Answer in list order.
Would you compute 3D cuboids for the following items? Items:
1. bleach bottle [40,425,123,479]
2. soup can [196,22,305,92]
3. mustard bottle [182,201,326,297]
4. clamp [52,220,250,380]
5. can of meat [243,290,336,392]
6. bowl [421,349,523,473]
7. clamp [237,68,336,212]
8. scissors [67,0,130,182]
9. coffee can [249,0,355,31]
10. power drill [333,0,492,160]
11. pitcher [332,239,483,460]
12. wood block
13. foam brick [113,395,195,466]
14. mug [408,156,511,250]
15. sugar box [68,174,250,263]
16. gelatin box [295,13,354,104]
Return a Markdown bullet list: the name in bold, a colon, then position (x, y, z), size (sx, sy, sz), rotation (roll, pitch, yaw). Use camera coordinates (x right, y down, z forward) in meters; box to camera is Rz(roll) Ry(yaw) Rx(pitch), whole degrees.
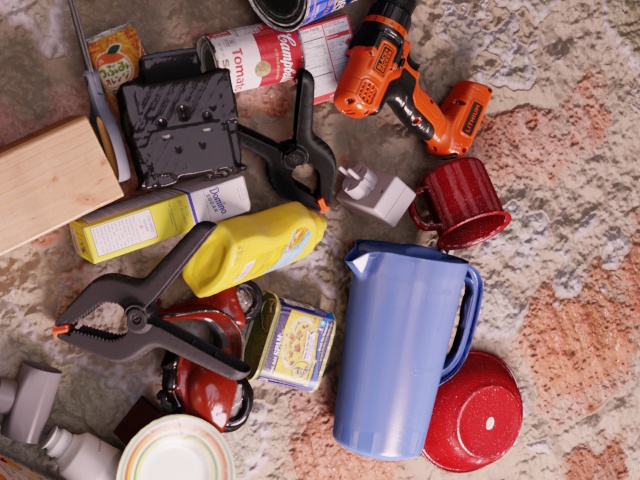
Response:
- **bleach bottle**: position (-0.191, 0.277, 1.156), size (0.250, 0.103, 0.068), rotation (38, 87, -16)
- **soup can**: position (-0.076, -0.198, 1.157), size (0.102, 0.069, 0.068), rotation (-15, 102, -21)
- **mustard bottle**: position (-0.058, 0.001, 1.167), size (0.191, 0.096, 0.058), rotation (-19, 63, -48)
- **clamp**: position (-0.175, 0.084, 1.097), size (0.210, 0.036, 0.164), rotation (-17, 95, 18)
- **can of meat**: position (-0.037, 0.117, 1.217), size (0.083, 0.058, 0.102), rotation (17, 90, -27)
- **bowl**: position (0.196, 0.220, 1.330), size (0.161, 0.055, 0.162), rotation (-3, 98, -23)
- **clamp**: position (-0.026, -0.107, 1.184), size (0.120, 0.039, 0.171), rotation (-31, 124, 16)
- **scissors**: position (-0.236, -0.152, 1.097), size (0.016, 0.096, 0.202), rotation (-17, 85, -23)
- **coffee can**: position (0.000, -0.295, 1.141), size (0.140, 0.103, 0.103), rotation (-32, 108, -34)
- **power drill**: position (0.113, -0.193, 1.230), size (0.187, 0.057, 0.184), rotation (32, 77, -31)
- **pitcher**: position (0.095, 0.125, 1.239), size (0.149, 0.145, 0.243), rotation (11, 96, 15)
- **wood block**: position (-0.315, -0.042, 1.059), size (0.205, 0.091, 0.090), rotation (-28, 106, -18)
- **foam brick**: position (-0.180, 0.210, 1.153), size (0.053, 0.078, 0.051), rotation (43, 77, -22)
- **mug**: position (0.156, -0.043, 1.254), size (0.117, 0.093, 0.081), rotation (-11, 67, -19)
- **sugar box**: position (-0.170, -0.026, 1.122), size (0.176, 0.093, 0.048), rotation (-17, 103, -20)
- **gelatin box**: position (0.004, -0.205, 1.212), size (0.073, 0.030, 0.089), rotation (-20, 105, -19)
